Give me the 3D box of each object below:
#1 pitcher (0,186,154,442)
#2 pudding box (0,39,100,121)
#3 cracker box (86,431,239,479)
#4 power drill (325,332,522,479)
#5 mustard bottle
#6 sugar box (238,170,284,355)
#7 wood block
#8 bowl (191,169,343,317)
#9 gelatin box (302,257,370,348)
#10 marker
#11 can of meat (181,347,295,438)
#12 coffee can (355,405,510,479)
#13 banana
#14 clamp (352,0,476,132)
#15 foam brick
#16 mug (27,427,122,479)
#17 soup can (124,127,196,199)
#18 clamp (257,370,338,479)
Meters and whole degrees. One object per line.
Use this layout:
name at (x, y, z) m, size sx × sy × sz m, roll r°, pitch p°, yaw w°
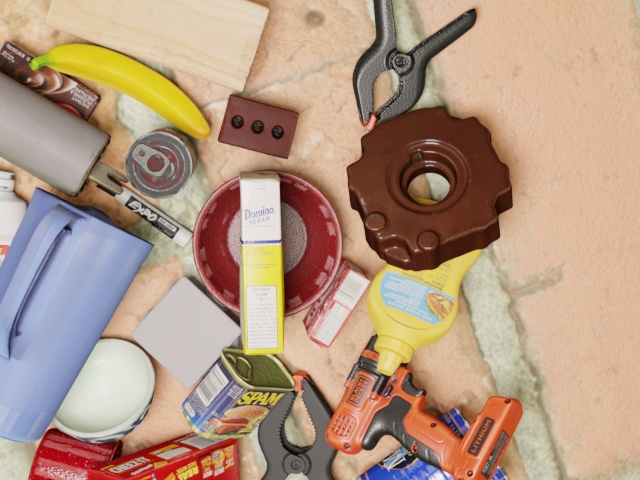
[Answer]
pitcher at (-0.283, 0.075, 1.077) m, size 0.149 × 0.145 × 0.243 m, roll 29°, pitch 86°, yaw -38°
pudding box at (-0.304, -0.145, 1.130) m, size 0.113 × 0.039 × 0.090 m, roll 32°, pitch 96°, yaw -7°
cracker box at (-0.163, 0.329, 1.151) m, size 0.072 × 0.163 × 0.214 m, roll 5°, pitch 101°, yaw 40°
power drill at (0.116, 0.170, 1.142) m, size 0.188 × 0.057 × 0.184 m, roll 21°, pitch 79°, yaw 31°
mustard bottle at (0.103, 0.054, 1.138) m, size 0.096 × 0.058 × 0.191 m, roll 23°, pitch 70°, yaw 4°
sugar box at (-0.060, 0.020, 1.086) m, size 0.048 × 0.093 × 0.176 m, roll 1°, pitch 99°, yaw -5°
wood block at (-0.164, -0.228, 1.101) m, size 0.206 × 0.091 × 0.090 m, roll 18°, pitch 96°, yaw -6°
bowl at (-0.058, 0.001, 1.159) m, size 0.162 × 0.055 × 0.162 m, roll -1°, pitch 98°, yaw -4°
gelatin box at (0.015, 0.067, 1.165) m, size 0.030 × 0.073 × 0.089 m, roll 31°, pitch 95°, yaw -10°
marker at (-0.193, -0.035, 1.163) m, size 0.121 × 0.020 × 0.020 m, roll 36°, pitch 95°, yaw -8°
can of meat at (-0.091, 0.167, 1.155) m, size 0.084 × 0.101 × 0.057 m, roll -50°, pitch 59°, yaw 17°
coffee can at (0.125, 0.266, 1.186) m, size 0.140 × 0.103 × 0.103 m, roll -36°, pitch 99°, yaw 2°
banana at (-0.205, -0.163, 1.123) m, size 0.197 × 0.069 × 0.037 m, roll 20°, pitch 141°, yaw -17°
clamp at (0.077, -0.203, 1.146) m, size 0.120 × 0.039 × 0.171 m, roll 32°, pitch 95°, yaw -5°
foam brick at (-0.067, -0.122, 1.142) m, size 0.078 × 0.051 × 0.053 m, roll 13°, pitch 97°, yaw -5°
mug at (-0.272, 0.263, 1.161) m, size 0.081 × 0.093 × 0.117 m, roll 15°, pitch 57°, yaw -1°
soup can at (-0.165, -0.082, 1.116) m, size 0.068 × 0.102 × 0.068 m, roll -1°, pitch 99°, yaw -4°
clamp at (-0.034, 0.254, 1.205) m, size 0.164 × 0.036 × 0.210 m, roll -6°, pitch 94°, yaw 8°
